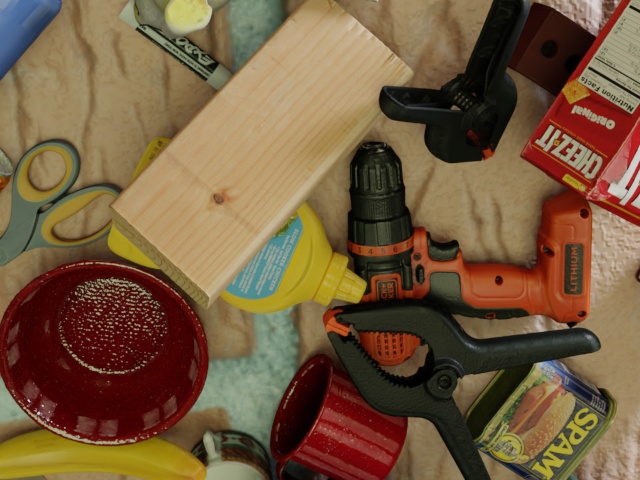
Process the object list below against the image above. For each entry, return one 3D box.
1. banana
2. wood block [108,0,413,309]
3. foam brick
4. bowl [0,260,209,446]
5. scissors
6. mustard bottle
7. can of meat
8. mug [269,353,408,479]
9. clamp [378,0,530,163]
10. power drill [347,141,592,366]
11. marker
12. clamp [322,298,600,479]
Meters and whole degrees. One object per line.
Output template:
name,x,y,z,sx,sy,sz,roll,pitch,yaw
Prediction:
banana,-0.187,0.178,0.863,0.198,0.069,0.037,-3,121,3
wood block,-0.042,-0.061,0.740,0.091,0.090,0.206,42,78,1
foam brick,0.182,-0.135,0.798,0.078,0.051,0.053,29,103,-13
bowl,-0.167,0.079,0.838,0.162,0.055,0.162,-1,113,-2
scissors,-0.250,-0.010,0.827,0.202,0.016,0.096,-21,107,2
mustard bottle,-0.055,0.001,0.805,0.191,0.058,0.096,24,90,-1
can of meat,0.181,0.147,0.890,0.084,0.057,0.102,34,102,-11
mug,0.011,0.160,0.865,0.081,0.093,0.117,28,105,-17
clamp,0.095,-0.095,0.752,0.120,0.039,0.171,-31,153,-7
power drill,0.115,0.005,0.839,0.187,0.057,0.184,-5,113,0
marker,-0.095,-0.137,0.794,0.121,0.020,0.020,36,102,-14
clamp,0.093,0.114,0.824,0.210,0.036,0.164,20,98,-9
